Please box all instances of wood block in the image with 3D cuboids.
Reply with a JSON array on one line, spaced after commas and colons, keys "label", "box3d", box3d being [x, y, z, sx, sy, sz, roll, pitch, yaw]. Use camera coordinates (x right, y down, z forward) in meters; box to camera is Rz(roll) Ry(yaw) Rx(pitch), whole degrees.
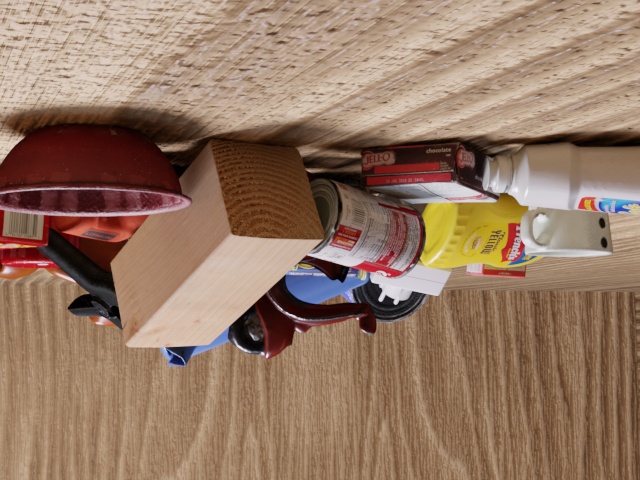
[{"label": "wood block", "box3d": [-0.095, 0.009, 0.924, 0.090, 0.091, 0.206, 2, 149, -35]}]

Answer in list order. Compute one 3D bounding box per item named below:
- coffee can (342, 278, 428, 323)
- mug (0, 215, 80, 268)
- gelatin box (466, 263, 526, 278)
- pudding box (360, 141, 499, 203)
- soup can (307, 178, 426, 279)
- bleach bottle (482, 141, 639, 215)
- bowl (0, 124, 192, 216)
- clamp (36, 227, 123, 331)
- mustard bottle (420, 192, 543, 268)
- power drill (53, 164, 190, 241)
[{"label": "coffee can", "box3d": [0.060, 0.028, 1.273, 0.102, 0.103, 0.140, 1, -166, -19]}, {"label": "mug", "box3d": [-0.304, -0.014, 1.115, 0.117, 0.081, 0.093, 0, 175, -6]}, {"label": "gelatin box", "box3d": [0.206, -0.003, 1.234, 0.073, 0.089, 0.030, 4, -179, -38]}, {"label": "pudding box", "box3d": [0.098, -0.057, 0.926, 0.090, 0.039, 0.113, 0, 173, 29]}, {"label": "soup can", "box3d": [0.032, -0.010, 0.922, 0.102, 0.068, 0.069, 16, 165, -37]}, {"label": "bleach bottle", "box3d": [0.261, -0.050, 0.899, 0.250, 0.068, 0.102, 2, 174, -3]}, {"label": "bowl", "box3d": [-0.181, -0.055, 0.832, 0.162, 0.055, 0.162, 0, 175, 0]}, {"label": "clamp", "box3d": [-0.209, 0.048, 1.037, 0.172, 0.039, 0.120, 15, 147, 36]}, {"label": "mustard bottle", "box3d": [0.202, -0.013, 1.162, 0.191, 0.096, 0.058, 1, -141, -29]}, {"label": "power drill", "box3d": [-0.164, -0.036, 1.030, 0.188, 0.057, 0.184, -2, 171, 30]}]
